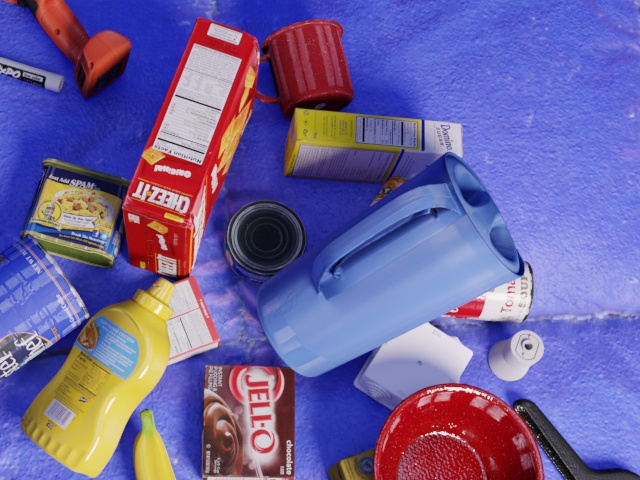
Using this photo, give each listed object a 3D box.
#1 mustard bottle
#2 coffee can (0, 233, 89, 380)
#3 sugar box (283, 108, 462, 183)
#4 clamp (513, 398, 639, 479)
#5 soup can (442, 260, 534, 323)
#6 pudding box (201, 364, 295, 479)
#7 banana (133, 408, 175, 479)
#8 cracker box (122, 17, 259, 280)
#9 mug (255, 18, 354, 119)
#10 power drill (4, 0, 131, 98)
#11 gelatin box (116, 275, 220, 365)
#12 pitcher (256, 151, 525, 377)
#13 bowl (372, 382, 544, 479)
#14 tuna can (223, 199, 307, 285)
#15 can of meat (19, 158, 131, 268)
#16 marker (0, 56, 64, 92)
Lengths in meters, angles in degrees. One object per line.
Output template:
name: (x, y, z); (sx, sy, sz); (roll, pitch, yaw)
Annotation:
mustard bottle: (-0.196, 0.119, 1.007); (0.096, 0.058, 0.191); (27, 81, 37)
coffee can: (-0.306, 0.074, 1.011); (0.140, 0.103, 0.103); (-36, 80, -19)
sugar box: (0.054, -0.097, 1.131); (0.176, 0.093, 0.048); (2, 71, -9)
clamp: (0.262, 0.272, 1.061); (0.210, 0.036, 0.164); (26, 69, 1)
soup can: (0.163, 0.049, 1.109); (0.102, 0.068, 0.068); (6, 70, -7)
pudding box: (-0.071, 0.179, 1.043); (0.090, 0.039, 0.113); (2, 70, -8)
banana: (-0.141, 0.258, 0.986); (0.037, 0.070, 0.198); (-19, 69, -10)
cracker box: (-0.126, -0.086, 1.062); (0.072, 0.164, 0.213); (18, 69, 0)
mug: (-0.022, -0.179, 1.152); (0.117, 0.093, 0.081); (-10, 77, -13)
power drill: (-0.273, -0.249, 1.098); (0.057, 0.185, 0.187); (-38, 90, -19)
gelatin box: (-0.154, 0.086, 1.069); (0.089, 0.030, 0.073); (-21, 76, -13)
pitcher: (0.055, 0.029, 1.008); (0.243, 0.145, 0.149); (-32, 110, 20)
bowl: (0.120, 0.215, 0.979); (0.162, 0.055, 0.162); (4, 68, -11)
tuna can: (-0.057, 0.001, 1.111); (0.086, 0.034, 0.086); (3, 70, -8)
can of meat: (-0.244, -0.026, 1.081); (0.102, 0.057, 0.084); (15, 71, -2)
marker: (-0.336, -0.186, 1.143); (0.121, 0.020, 0.020); (18, 69, -2)
